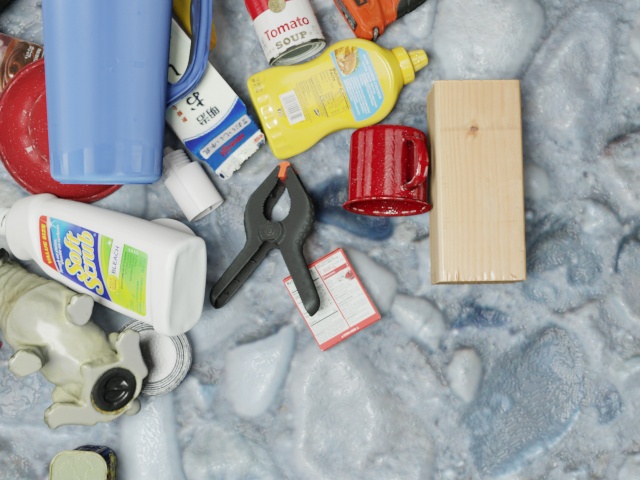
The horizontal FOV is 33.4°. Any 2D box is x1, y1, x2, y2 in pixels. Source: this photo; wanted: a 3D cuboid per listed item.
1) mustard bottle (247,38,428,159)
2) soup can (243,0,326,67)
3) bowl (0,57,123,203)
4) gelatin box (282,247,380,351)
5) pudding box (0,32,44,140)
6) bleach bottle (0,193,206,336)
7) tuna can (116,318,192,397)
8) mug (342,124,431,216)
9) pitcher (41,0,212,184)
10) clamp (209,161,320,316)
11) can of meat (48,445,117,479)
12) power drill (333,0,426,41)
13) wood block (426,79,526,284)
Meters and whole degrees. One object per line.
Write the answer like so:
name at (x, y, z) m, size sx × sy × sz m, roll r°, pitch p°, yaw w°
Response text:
mustard bottle at (0.024, -0.163, 1.142) m, size 0.191 × 0.058 × 0.096 m, roll -22°, pitch 94°, yaw -2°
soup can at (-0.043, -0.245, 1.145) m, size 0.068 × 0.068 × 0.102 m, roll -22°, pitch 87°, yaw -3°
bowl at (-0.259, -0.118, 1.116) m, size 0.162 × 0.055 × 0.162 m, roll -1°, pitch 92°, yaw -17°
gelatin box at (0.011, 0.063, 1.139) m, size 0.073 × 0.030 × 0.089 m, roll -30°, pitch 86°, yaw -2°
pudding box at (-0.351, -0.166, 1.148) m, size 0.090 × 0.039 × 0.113 m, roll 18°, pitch 85°, yaw 2°
bleach bottle at (-0.235, 0.015, 1.088) m, size 0.251 × 0.068 × 0.102 m, roll 15°, pitch 108°, yaw 28°
tuna can at (-0.179, 0.122, 1.129) m, size 0.086 × 0.034 × 0.086 m, roll 0°, pitch 85°, yaw -1°
mug at (0.076, -0.075, 1.111) m, size 0.093 × 0.117 × 0.081 m, roll 6°, pitch 79°, yaw -24°
pitcher at (-0.197, -0.176, 1.041) m, size 0.149 × 0.144 × 0.243 m, roll 2°, pitch 93°, yaw 17°
clamp at (-0.057, 0.001, 1.128) m, size 0.120 × 0.039 × 0.171 m, roll -3°, pitch 67°, yaw 10°
can of meat at (-0.242, 0.262, 1.091) m, size 0.057 × 0.084 × 0.102 m, roll 4°, pitch 85°, yaw -1°
power drill at (0.091, -0.317, 1.157) m, size 0.187 × 0.057 × 0.184 m, roll -31°, pitch 86°, yaw -3°
wood block at (0.162, -0.058, 1.121) m, size 0.091 × 0.090 × 0.206 m, roll 0°, pitch 85°, yaw 0°
